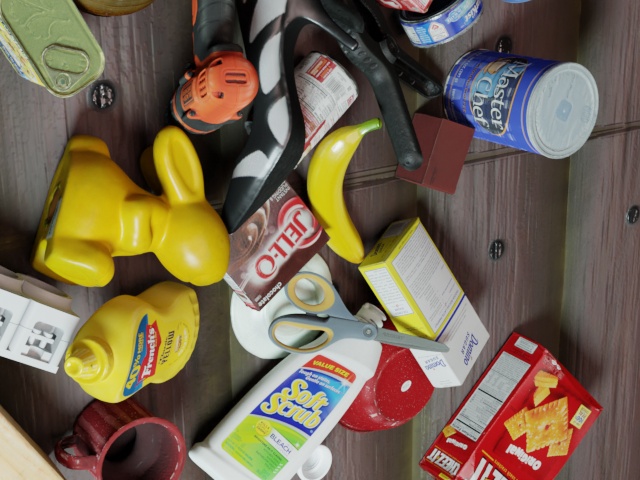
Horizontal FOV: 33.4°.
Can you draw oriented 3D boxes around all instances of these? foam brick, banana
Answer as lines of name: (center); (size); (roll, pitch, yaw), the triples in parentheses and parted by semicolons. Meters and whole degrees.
foam brick: (0.127, -0.097, 1.188); (0.052, 0.051, 0.078); (16, 95, -36)
banana: (0.019, -0.048, 1.111); (0.198, 0.069, 0.037); (95, 9, -46)

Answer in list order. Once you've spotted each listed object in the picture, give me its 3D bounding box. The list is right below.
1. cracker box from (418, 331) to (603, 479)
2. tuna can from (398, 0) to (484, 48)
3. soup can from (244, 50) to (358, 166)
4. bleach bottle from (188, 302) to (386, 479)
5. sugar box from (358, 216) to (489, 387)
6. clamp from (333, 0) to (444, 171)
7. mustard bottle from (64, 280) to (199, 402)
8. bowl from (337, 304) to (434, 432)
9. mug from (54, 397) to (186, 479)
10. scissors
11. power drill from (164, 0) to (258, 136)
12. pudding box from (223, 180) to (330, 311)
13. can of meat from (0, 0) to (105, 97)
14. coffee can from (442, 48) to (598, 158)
cracker box: (0.249, 0.251, 1.371); (0.213, 0.072, 0.164); (-53, 126, -9)
tuna can: (0.126, -0.242, 1.120); (0.086, 0.086, 0.033); (-44, 123, -16)
soup can: (-0.018, -0.131, 1.065); (0.102, 0.069, 0.068); (-50, 126, -13)
bleach bottle: (-0.023, 0.164, 1.146); (0.102, 0.068, 0.250); (40, 73, 0)
sugar box: (0.119, 0.070, 1.198); (0.176, 0.048, 0.093); (60, 44, -20)
clamp: (0.060, -0.181, 1.084); (0.210, 0.036, 0.164); (50, 33, -29)
mustard bottle: (-0.175, 0.096, 0.971); (0.191, 0.058, 0.096); (-16, 124, -71)
bowl: (0.083, 0.157, 1.235); (0.161, 0.055, 0.162); (-12, 111, -32)
mug: (-0.200, 0.201, 1.033); (0.117, 0.082, 0.093); (-3, 106, -35)
scissors: (0.041, 0.078, 1.137); (0.201, 0.016, 0.096); (-2, 87, -16)
power drill: (-0.104, -0.191, 0.947); (0.057, 0.185, 0.187); (-3, 87, -23)
pudding box: (-0.057, 0.001, 1.090); (0.113, 0.039, 0.090); (-45, 114, -15)
can of meat: (-0.237, -0.175, 0.888); (0.057, 0.084, 0.102); (-41, 123, -19)
coffee can: (0.219, -0.153, 1.179); (0.102, 0.141, 0.103); (-11, 111, -32)
